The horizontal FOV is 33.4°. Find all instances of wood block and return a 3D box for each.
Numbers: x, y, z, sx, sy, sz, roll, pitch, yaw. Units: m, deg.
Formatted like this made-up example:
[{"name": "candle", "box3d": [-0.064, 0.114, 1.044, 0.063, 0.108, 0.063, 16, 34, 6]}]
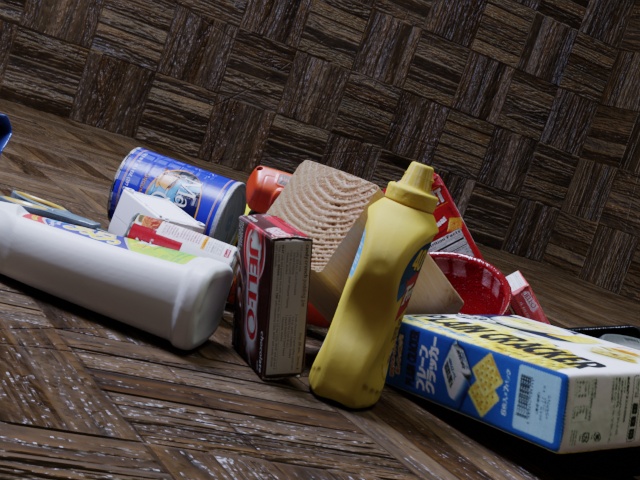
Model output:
[{"name": "wood block", "box3d": [0.038, 0.029, 0.963, 0.090, 0.090, 0.206, 23, -17, 39]}]

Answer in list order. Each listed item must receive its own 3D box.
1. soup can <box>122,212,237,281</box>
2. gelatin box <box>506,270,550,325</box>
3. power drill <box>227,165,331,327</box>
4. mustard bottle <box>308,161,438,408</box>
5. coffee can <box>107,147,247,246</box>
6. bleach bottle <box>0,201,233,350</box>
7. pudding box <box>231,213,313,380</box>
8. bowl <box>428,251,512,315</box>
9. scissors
[{"name": "soup can", "box3d": [-0.131, 0.023, 0.972, 0.102, 0.068, 0.068, 19, 6, 0]}, {"name": "gelatin box", "box3d": [0.232, 0.078, 1.193, 0.073, 0.030, 0.089, 61, 7, -5]}, {"name": "power drill", "box3d": [-0.057, 0.001, 1.097, 0.184, 0.057, 0.187, 19, 39, -4]}, {"name": "mustard bottle", "box3d": [0.048, 0.031, 0.836, 0.058, 0.192, 0.096, 20, 6, 11]}, {"name": "coffee can", "box3d": [-0.172, -0.043, 1.297, 0.140, 0.103, 0.102, 20, 6, 11]}, {"name": "bleach bottle", "box3d": [-0.202, 0.015, 0.850, 0.251, 0.068, 0.102, 17, 6, 8]}, {"name": "pudding box", "box3d": [-0.039, 0.042, 0.838, 0.039, 0.113, 0.090, -2, 13, -19]}, {"name": "bowl", "box3d": [0.117, 0.077, 1.107, 0.162, 0.055, 0.162, -5, 33, 3]}, {"name": "scissors", "box3d": [-0.269, -0.017, 1.172, 0.202, 0.016, 0.096, 21, 8, 21]}]
